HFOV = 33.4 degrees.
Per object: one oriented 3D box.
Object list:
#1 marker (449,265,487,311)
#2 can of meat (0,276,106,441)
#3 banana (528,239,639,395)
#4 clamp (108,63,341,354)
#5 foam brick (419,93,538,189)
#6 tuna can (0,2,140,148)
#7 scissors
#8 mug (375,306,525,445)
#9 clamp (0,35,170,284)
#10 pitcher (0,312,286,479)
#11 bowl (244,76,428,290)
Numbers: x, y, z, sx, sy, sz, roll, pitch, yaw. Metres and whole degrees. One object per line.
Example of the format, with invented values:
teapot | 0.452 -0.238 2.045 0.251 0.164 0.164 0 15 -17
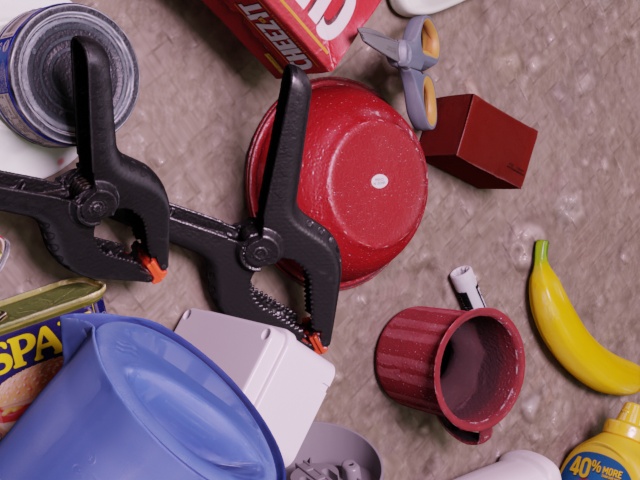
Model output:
marker | 0.138 0.076 0.891 0.020 0.020 0.121 -36 112 -28
can of meat | -0.173 0.078 0.649 0.101 0.058 0.084 -20 107 -32
banana | 0.236 0.088 0.951 0.069 0.037 0.197 -51 119 -21
clamp | -0.055 0.001 0.721 0.164 0.036 0.210 -21 122 1
foam brick | 0.125 -0.077 0.853 0.078 0.051 0.053 24 80 -34
tuna can | -0.152 -0.098 0.640 0.085 0.034 0.086 -3 95 -37
scissors | 0.059 -0.114 0.761 0.201 0.016 0.096 -44 130 -65
mug | 0.101 0.105 0.828 0.093 0.082 0.117 -31 109 -30
clamp | -0.134 -0.037 0.625 0.120 0.039 0.171 -42 140 5
pitcher | -0.136 0.173 0.580 0.243 0.149 0.144 -47 130 11
bowl | 0.026 -0.041 0.784 0.161 0.055 0.162 -2 94 -36
